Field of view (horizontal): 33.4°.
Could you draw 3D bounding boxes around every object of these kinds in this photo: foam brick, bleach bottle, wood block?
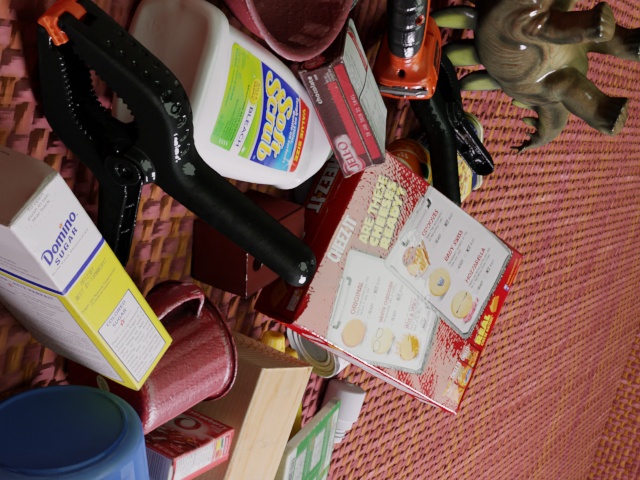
[{"bbox_3d":[-0.055,0.001,0.827,0.078,0.051,0.053,-34,137,-49],"label":"foam brick"},{"bbox_3d":[-0.048,-0.094,0.763,0.250,0.068,0.102,9,97,-66],"label":"bleach bottle"},{"bbox_3d":[-0.093,0.180,0.842,0.090,0.091,0.206,11,99,-64],"label":"wood block"}]

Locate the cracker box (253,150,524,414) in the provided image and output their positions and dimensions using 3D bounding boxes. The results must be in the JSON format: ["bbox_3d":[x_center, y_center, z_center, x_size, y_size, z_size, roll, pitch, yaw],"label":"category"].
[{"bbox_3d":[0.065,0.035,0.934,0.213,0.072,0.164,32,78,-35],"label":"cracker box"}]

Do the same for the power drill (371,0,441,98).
[{"bbox_3d":[0.076,-0.227,0.879,0.188,0.057,0.184,87,14,-45],"label":"power drill"}]

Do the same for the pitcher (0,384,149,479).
[{"bbox_3d":[-0.161,0.225,0.687,0.144,0.149,0.243,-40,138,-54],"label":"pitcher"}]

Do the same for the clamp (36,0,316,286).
[{"bbox_3d":[-0.113,-0.047,0.635,0.210,0.165,0.036,59,40,-30],"label":"clamp"}]

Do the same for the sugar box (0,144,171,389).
[{"bbox_3d":[-0.156,0.013,0.598,0.048,0.093,0.176,-56,151,-26],"label":"sugar box"}]

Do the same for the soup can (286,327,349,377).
[{"bbox_3d":[0.026,0.074,1.000,0.102,0.069,0.068,-34,139,-32],"label":"soup can"}]

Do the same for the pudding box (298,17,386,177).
[{"bbox_3d":[0.019,-0.112,0.815,0.113,0.039,0.090,-79,148,-62],"label":"pudding box"}]

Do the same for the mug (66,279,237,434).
[{"bbox_3d":[-0.113,0.075,0.722,0.081,0.093,0.117,-27,155,-47],"label":"mug"}]

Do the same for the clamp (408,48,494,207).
[{"bbox_3d":[0.114,-0.109,1.009,0.171,0.039,0.120,62,31,-22],"label":"clamp"}]

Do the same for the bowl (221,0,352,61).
[{"bbox_3d":[-0.032,-0.201,0.703,0.161,0.055,0.162,-27,121,-57],"label":"bowl"}]

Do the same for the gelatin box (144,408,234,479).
[{"bbox_3d":[-0.119,0.139,0.764,0.073,0.089,0.030,-15,121,-59],"label":"gelatin box"}]
